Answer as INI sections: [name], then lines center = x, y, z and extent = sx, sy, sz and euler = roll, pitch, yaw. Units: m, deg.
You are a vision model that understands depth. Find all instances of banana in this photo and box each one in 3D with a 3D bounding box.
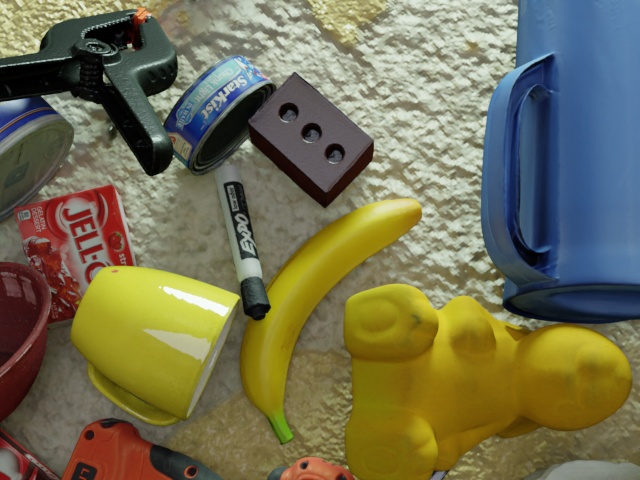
[banana]
center = -0.003, 0.041, 0.752
extent = 0.069, 0.037, 0.197
euler = 34, 81, -14

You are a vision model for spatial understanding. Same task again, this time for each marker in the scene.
[marker]
center = -0.055, 0.001, 0.746
extent = 0.020, 0.020, 0.121
euler = -13, 62, -4

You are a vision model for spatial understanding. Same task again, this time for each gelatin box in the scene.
[gelatin box]
center = -0.170, 0.011, 0.754
extent = 0.073, 0.030, 0.089
euler = -14, 80, -5

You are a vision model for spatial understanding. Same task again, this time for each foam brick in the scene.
[foam brick]
center = -0.007, -0.070, 0.763
extent = 0.078, 0.051, 0.053
euler = 41, 81, 6

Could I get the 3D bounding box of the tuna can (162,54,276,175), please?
[tuna can]
center = -0.072, -0.088, 0.748
extent = 0.034, 0.086, 0.086
euler = 42, 81, 8

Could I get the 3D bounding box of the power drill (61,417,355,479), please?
[power drill]
center = -0.086, 0.208, 0.689
extent = 0.188, 0.057, 0.184
euler = 18, 79, 13

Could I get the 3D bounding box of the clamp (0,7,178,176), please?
[clamp]
center = -0.161, -0.112, 0.704
extent = 0.164, 0.210, 0.036
euler = 13, 121, -2

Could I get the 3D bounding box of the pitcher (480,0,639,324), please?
[pitcher]
center = 0.183, -0.069, 0.725
extent = 0.145, 0.149, 0.243
euler = -1, 76, 10

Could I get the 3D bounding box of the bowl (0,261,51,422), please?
[bowl]
center = -0.243, 0.084, 0.701
extent = 0.162, 0.162, 0.055
euler = -23, 124, -6

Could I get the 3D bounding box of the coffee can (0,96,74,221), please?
[coffee can]
center = -0.256, -0.090, 0.735
extent = 0.140, 0.103, 0.102
euler = 43, 81, 6
